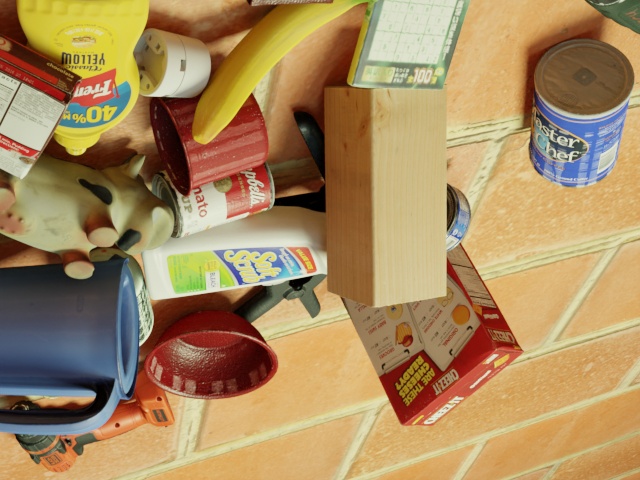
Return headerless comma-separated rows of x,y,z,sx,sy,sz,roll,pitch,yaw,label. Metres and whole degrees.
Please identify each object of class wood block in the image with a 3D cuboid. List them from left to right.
0.063,-0.048,1.042,0.090,0.090,0.206,-7,102,-30,wood block

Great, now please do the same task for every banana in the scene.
-0.042,-0.162,0.908,0.198,0.070,0.037,-42,121,1,banana

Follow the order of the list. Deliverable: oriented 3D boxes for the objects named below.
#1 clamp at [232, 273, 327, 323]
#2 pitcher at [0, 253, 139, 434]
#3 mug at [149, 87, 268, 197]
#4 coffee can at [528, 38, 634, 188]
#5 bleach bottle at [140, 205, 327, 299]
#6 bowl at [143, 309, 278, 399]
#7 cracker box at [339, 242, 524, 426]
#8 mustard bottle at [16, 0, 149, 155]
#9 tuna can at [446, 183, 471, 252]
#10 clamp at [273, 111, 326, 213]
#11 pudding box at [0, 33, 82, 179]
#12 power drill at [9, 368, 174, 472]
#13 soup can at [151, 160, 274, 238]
-0.046,0.057,1.290,0.120,0.039,0.172,-17,149,-21,clamp
-0.292,0.093,0.989,0.243,0.145,0.149,-2,-171,-1,pitcher
-0.102,-0.094,0.971,0.081,0.093,0.117,-20,178,-20,mug
0.284,-0.138,1.175,0.102,0.103,0.140,-23,150,-6,coffee can
-0.057,0.001,1.102,0.250,0.068,0.102,-7,141,-6,bleach bottle
-0.132,0.131,1.293,0.162,0.055,0.162,-3,144,-3,bowl
0.127,0.093,1.301,0.071,0.214,0.164,10,134,-46,cracker box
-0.192,-0.137,0.850,0.096,0.058,0.192,-2,145,-17,mustard bottle
0.130,-0.028,1.244,0.086,0.086,0.033,-39,146,20,tuna can
0.017,-0.054,1.127,0.209,0.036,0.165,12,134,-25,clamp
-0.246,-0.105,0.823,0.090,0.039,0.114,28,137,-16,pudding box
-0.286,0.220,1.339,0.187,0.057,0.184,-19,153,-7,power drill
-0.105,-0.048,1.038,0.102,0.068,0.069,-19,150,-25,soup can
